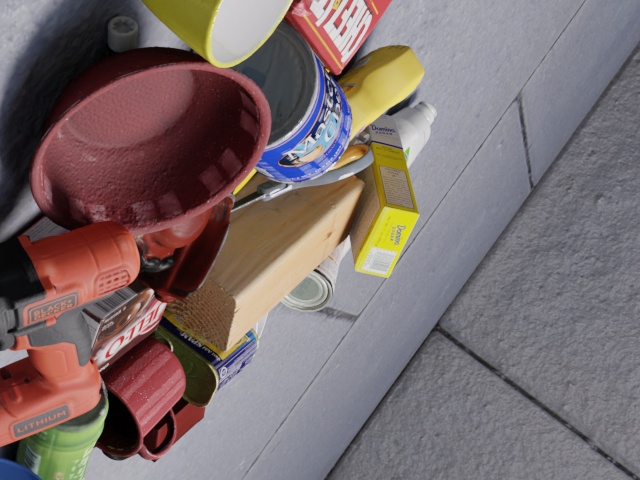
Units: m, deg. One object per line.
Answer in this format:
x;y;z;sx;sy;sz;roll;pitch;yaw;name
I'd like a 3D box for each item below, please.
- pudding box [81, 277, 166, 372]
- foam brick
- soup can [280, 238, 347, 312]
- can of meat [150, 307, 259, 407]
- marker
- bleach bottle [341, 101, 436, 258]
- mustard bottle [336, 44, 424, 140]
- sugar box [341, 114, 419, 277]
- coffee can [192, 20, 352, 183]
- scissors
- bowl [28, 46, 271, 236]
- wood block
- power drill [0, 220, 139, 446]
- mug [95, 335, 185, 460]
-0.176;0.064;0.926;0.113;0.039;0.090;-36;158;-49;pudding box
-0.159;0.172;1.076;0.078;0.053;0.051;-41;153;-41;foam brick
-0.011;0.021;1.167;0.102;0.068;0.069;-75;-174;-48;soup can
-0.123;0.104;1.062;0.083;0.102;0.058;-38;159;-52;can of meat
-0.136;-0.099;0.719;0.020;0.020;0.121;-43;162;-36;marker
0.062;-0.076;1.310;0.250;0.068;0.102;-49;164;-25;bleach bottle
0.017;-0.121;1.026;0.096;0.058;0.191;-18;-162;47;mustard bottle
0.060;-0.053;1.153;0.176;0.048;0.093;-94;-158;-49;sugar box
-0.037;-0.107;0.843;0.103;0.103;0.140;-54;166;2;coffee can
-0.048;-0.058;1.033;0.201;0.096;0.016;-19;118;-7;scissors
-0.116;-0.073;0.697;0.162;0.055;0.162;-20;149;-13;bowl
-0.056;0.002;1.060;0.205;0.090;0.091;-42;160;-37;wood block
-0.214;0.073;0.722;0.184;0.057;0.188;-19;152;-25;power drill
-0.173;0.149;0.996;0.093;0.117;0.081;-21;-163;41;mug
